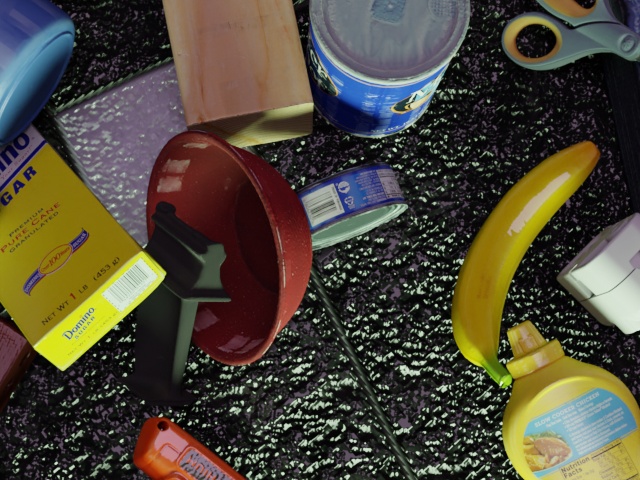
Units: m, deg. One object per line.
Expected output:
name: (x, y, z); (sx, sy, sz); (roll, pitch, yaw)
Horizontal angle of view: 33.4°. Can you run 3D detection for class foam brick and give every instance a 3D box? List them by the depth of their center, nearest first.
foam brick: (-0.238, 0.089, 0.741); (0.051, 0.053, 0.078); (29, 82, 2)

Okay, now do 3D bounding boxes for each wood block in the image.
wood block: (-0.069, -0.177, 0.770); (0.090, 0.091, 0.206); (-11, 82, -3)

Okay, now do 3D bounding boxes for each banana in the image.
banana: (0.139, 0.011, 0.767); (0.070, 0.037, 0.197); (14, 70, 30)

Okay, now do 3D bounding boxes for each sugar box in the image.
sugar box: (-0.191, -0.005, 0.723); (0.093, 0.048, 0.176); (-42, 58, -8)

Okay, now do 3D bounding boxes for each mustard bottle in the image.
mustard bottle: (0.182, 0.145, 0.745); (0.096, 0.058, 0.191); (-26, 83, 0)

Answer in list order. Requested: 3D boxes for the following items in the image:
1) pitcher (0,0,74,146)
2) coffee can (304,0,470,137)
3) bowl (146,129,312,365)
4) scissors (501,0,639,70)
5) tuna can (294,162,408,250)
pitcher: (-0.291, -0.165, 0.713); (0.243, 0.149, 0.145); (33, 125, -2)
coffee can: (0.041, -0.138, 0.743); (0.103, 0.140, 0.103); (0, 81, -2)
bowl: (-0.055, 0.001, 0.731); (0.055, 0.162, 0.162); (-15, 80, -38)
scissors: (0.203, -0.129, 0.762); (0.096, 0.016, 0.202); (-49, 58, 25)
tuna can: (0.016, -0.023, 0.752); (0.086, 0.086, 0.034); (-20, 81, -5)
